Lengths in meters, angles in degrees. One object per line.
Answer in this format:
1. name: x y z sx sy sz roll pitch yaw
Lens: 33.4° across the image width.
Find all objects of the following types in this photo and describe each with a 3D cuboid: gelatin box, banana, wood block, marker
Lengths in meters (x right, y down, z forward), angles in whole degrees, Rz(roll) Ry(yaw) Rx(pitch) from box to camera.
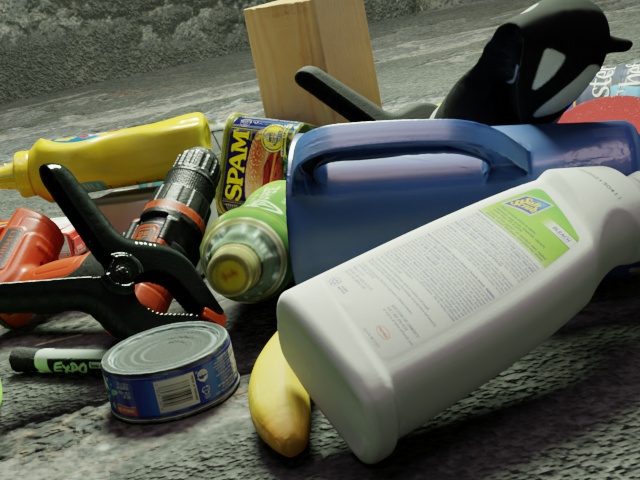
1. gelatin box: -0.273 -0.002 1.110 0.089 0.030 0.073 -4 16 23
2. banana: -0.004 0.073 0.653 0.070 0.037 0.197 -3 18 27
3. wood block: 0.001 -0.144 1.086 0.090 0.206 0.090 0 20 35
4. marker: -0.175 0.086 0.759 0.121 0.020 0.020 -2 18 29

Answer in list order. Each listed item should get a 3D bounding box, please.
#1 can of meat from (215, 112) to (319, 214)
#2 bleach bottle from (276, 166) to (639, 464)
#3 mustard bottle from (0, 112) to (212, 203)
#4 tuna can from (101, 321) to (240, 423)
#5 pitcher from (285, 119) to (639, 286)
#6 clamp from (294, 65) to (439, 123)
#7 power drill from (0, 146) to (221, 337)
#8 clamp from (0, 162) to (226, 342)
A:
1. can of meat: -0.049 -0.070 1.044 0.084 0.102 0.057 10 4 30
2. bleach bottle: 0.105 0.023 0.601 0.250 0.068 0.103 -25 52 -21
3. mustard bottle: -0.191 -0.069 0.942 0.191 0.058 0.096 -10 4 -1
4. tuna can: -0.097 0.083 0.688 0.086 0.034 0.086 -11 16 3
5. pitcher: 0.099 -0.024 0.737 0.243 0.145 0.149 -5 13 11
6. clamp: 0.076 -0.078 1.021 0.209 0.164 0.036 4 -18 -28
7. power drill: -0.178 0.003 0.864 0.188 0.057 0.184 -7 46 31
8. clamp: -0.145 0.017 0.753 0.171 0.120 0.039 20 -23 -18
